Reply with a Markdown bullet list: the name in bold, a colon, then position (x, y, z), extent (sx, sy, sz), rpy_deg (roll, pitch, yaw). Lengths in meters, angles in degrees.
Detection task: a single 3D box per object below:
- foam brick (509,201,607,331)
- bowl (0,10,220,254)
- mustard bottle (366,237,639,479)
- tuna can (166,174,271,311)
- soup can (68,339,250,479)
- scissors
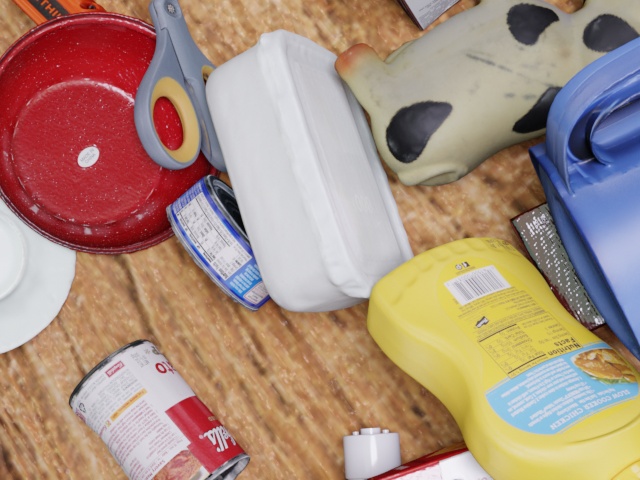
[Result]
- **foam brick**: position (0.152, 0.012, 0.620), extent (0.051, 0.053, 0.078), rpy_deg (-28, 80, 12)
- **bowl**: position (-0.142, -0.061, 0.673), extent (0.162, 0.055, 0.162), rpy_deg (0, 107, -1)
- **mustard bottle**: position (0.111, 0.078, 0.539), extent (0.096, 0.058, 0.192), rpy_deg (-17, 45, -26)
- **tuna can**: position (-0.054, 0.001, 0.661), extent (0.034, 0.086, 0.086), rpy_deg (-40, 77, 8)
- **soup can**: position (-0.102, 0.121, 0.674), extent (0.068, 0.068, 0.102), rpy_deg (-45, 75, 8)
- **scissors**: position (-0.102, -0.126, 0.643), extent (0.016, 0.096, 0.202), rpy_deg (-21, 101, 38)
